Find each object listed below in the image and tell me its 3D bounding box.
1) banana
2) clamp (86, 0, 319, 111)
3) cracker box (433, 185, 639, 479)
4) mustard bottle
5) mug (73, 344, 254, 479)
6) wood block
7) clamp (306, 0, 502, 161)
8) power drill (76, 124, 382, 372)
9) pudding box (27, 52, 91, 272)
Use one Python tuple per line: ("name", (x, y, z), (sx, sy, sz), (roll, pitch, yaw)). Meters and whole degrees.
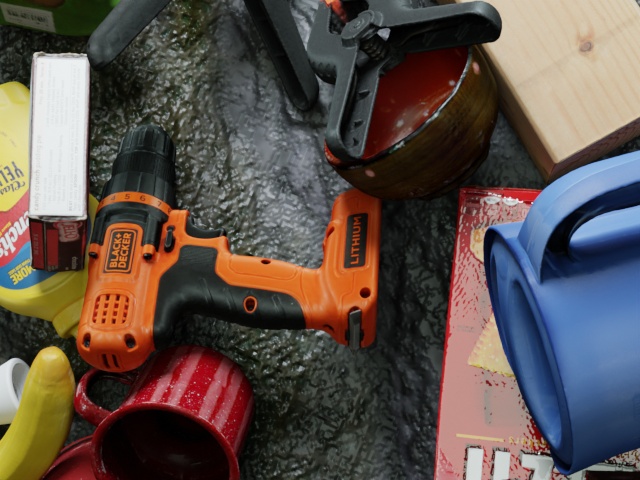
("banana", (-0.213, 0.142, 0.706), (0.198, 0.069, 0.037), (-39, 37, 23))
("clamp", (-0.054, -0.188, 0.688), (0.036, 0.164, 0.210), (7, 84, 54))
("cracker box", (0.156, 0.078, 0.654), (0.164, 0.072, 0.214), (5, 87, 10))
("mustard bottle", (-0.197, -0.007, 0.730), (0.096, 0.058, 0.192), (-32, 81, -6))
("mug", (-0.099, 0.114, 0.676), (0.117, 0.081, 0.093), (24, 117, -2))
("wood block", (0.131, -0.150, 0.669), (0.091, 0.090, 0.206), (-30, 81, 5))
("clamp", (0.027, -0.112, 0.654), (0.120, 0.172, 0.039), (-40, 119, -4))
("power drill", (-0.054, 0.001, 0.687), (0.187, 0.057, 0.184), (1, 56, 4))
("pudding box", (-0.163, -0.047, 0.669), (0.039, 0.090, 0.113), (0, 69, -15))
